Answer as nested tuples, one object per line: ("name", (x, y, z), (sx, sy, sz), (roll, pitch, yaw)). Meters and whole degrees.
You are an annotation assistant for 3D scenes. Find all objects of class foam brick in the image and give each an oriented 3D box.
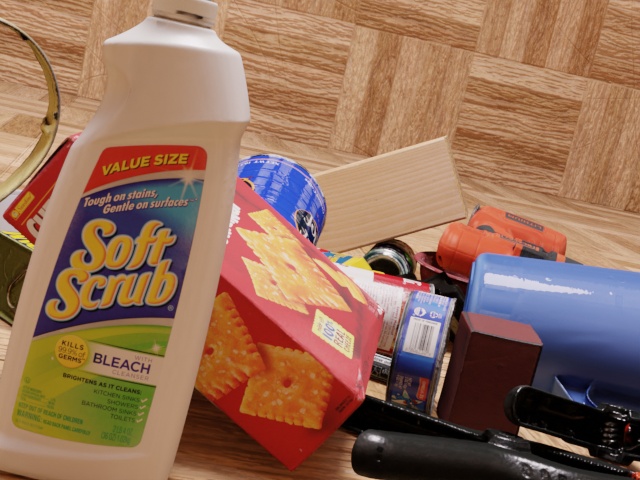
("foam brick", (0.118, 0.097, 0.748), (0.051, 0.078, 0.053), (13, 12, -3))

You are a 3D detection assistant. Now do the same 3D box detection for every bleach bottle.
("bleach bottle", (-0.098, -0.005, 0.530), (0.102, 0.251, 0.068), (12, 10, -1))

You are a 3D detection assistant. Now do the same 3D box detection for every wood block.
("wood block", (0.049, -0.042, 1.163), (0.206, 0.091, 0.090), (-16, 4, 11))

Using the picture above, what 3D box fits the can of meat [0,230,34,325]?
("can of meat", (-0.201, 0.028, 0.796), (0.083, 0.057, 0.102), (6, 11, -45))

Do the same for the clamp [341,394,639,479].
("clamp", (0.102, 0.132, 0.624), (0.210, 0.036, 0.164), (15, 1, 2))

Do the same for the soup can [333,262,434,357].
("soup can", (0.037, 0.058, 0.890), (0.102, 0.068, 0.068), (13, 10, -1))

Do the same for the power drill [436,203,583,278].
("power drill", (0.205, 0.020, 1.027), (0.184, 0.057, 0.187), (22, 10, 5))

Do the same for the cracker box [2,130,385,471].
("cracker box", (-0.061, 0.017, 0.648), (0.213, 0.072, 0.164), (43, 16, -3))

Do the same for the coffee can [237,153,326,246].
("coffee can", (-0.056, 0.001, 0.879), (0.103, 0.103, 0.140), (13, 28, 4))

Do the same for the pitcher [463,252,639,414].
("pitcher", (0.232, 0.089, 0.842), (0.243, 0.145, 0.149), (10, -3, 7))

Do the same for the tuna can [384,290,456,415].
("tuna can", (0.072, 0.080, 0.762), (0.034, 0.086, 0.086), (13, 9, 9))

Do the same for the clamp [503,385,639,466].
("clamp", (0.179, 0.121, 0.686), (0.120, 0.039, 0.171), (19, -10, 14))
